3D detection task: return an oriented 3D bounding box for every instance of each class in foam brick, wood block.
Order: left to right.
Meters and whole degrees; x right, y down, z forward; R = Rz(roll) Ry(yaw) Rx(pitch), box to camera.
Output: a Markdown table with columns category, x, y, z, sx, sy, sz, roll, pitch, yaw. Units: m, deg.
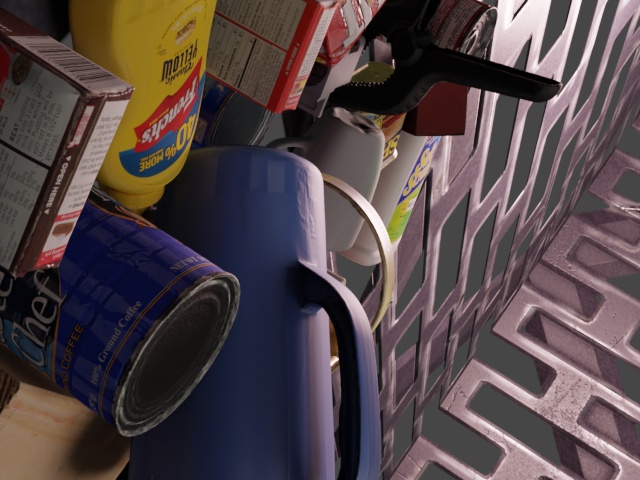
| category | x | y | z | sx | sy | sz | roll | pitch | yaw |
| --- | --- | --- | --- | --- | --- | --- | --- | --- | --- |
| wood block | -0.193 | 0.112 | 0.647 | 0.090 | 0.091 | 0.206 | -55 | 163 | -7 |
| foam brick | 0.099 | -0.132 | 1.016 | 0.053 | 0.078 | 0.051 | -4 | 109 | -20 |

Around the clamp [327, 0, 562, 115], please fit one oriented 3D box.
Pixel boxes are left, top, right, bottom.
| category | x | y | z | sx | sy | sz | roll | pitch | yaw |
| --- | --- | --- | --- | --- | --- | --- | --- | --- | --- |
| clamp | 0.080 | -0.148 | 0.834 | 0.210 | 0.164 | 0.036 | -29 | 172 | 37 |

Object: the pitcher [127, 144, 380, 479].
| category | x | y | z | sx | sy | sz | roll | pitch | yaw |
| --- | --- | --- | --- | --- | --- | --- | --- | --- | --- |
| pitcher | -0.045 | 0.066 | 0.673 | 0.145 | 0.149 | 0.243 | 114 | -22 | -76 |

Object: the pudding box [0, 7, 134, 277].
| category | x | y | z | sx | sy | sz | roll | pitch | yaw |
| --- | --- | --- | --- | --- | --- | --- | --- | --- | --- |
| pudding box | -0.147 | -0.051 | 0.453 | 0.090 | 0.113 | 0.039 | -63 | 165 | 18 |

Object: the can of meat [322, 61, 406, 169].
| category | x | y | z | sx | sy | sz | roll | pitch | yaw |
| --- | --- | --- | --- | --- | --- | --- | --- | --- | --- |
| can of meat | 0.038 | -0.107 | 0.968 | 0.101 | 0.057 | 0.084 | -39 | 152 | -47 |

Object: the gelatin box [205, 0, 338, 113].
| category | x | y | z | sx | sy | sz | roll | pitch | yaw |
| --- | --- | --- | --- | --- | --- | --- | --- | --- | --- |
| gelatin box | -0.043 | -0.130 | 0.645 | 0.030 | 0.089 | 0.073 | -29 | 147 | -60 |

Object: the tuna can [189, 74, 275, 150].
| category | x | y | z | sx | sy | sz | roll | pitch | yaw |
| --- | --- | --- | --- | --- | --- | --- | --- | --- | --- |
| tuna can | -0.066 | -0.089 | 0.747 | 0.086 | 0.034 | 0.086 | -50 | 161 | -24 |

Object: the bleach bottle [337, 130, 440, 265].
| category | x | y | z | sx | sy | sz | roll | pitch | yaw |
| --- | --- | --- | --- | --- | --- | --- | --- | --- | --- |
| bleach bottle | 0.088 | -0.101 | 1.110 | 0.102 | 0.068 | 0.251 | -22 | 138 | -63 |

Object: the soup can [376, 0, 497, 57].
| category | x | y | z | sx | sy | sz | roll | pitch | yaw |
| --- | --- | --- | --- | --- | --- | --- | --- | --- | --- |
| soup can | 0.086 | -0.185 | 0.886 | 0.068 | 0.102 | 0.068 | -50 | 161 | -24 |

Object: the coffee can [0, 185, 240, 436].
| category | x | y | z | sx | sy | sz | roll | pitch | yaw |
| --- | --- | --- | --- | --- | --- | --- | --- | --- | --- |
| coffee can | -0.130 | 0.026 | 0.586 | 0.102 | 0.140 | 0.103 | -50 | 161 | -24 |

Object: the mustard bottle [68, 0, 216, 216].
| category | x | y | z | sx | sy | sz | roll | pitch | yaw |
| --- | --- | --- | --- | --- | --- | --- | --- | --- | --- |
| mustard bottle | -0.103 | -0.085 | 0.609 | 0.096 | 0.058 | 0.192 | -48 | 161 | -43 |
